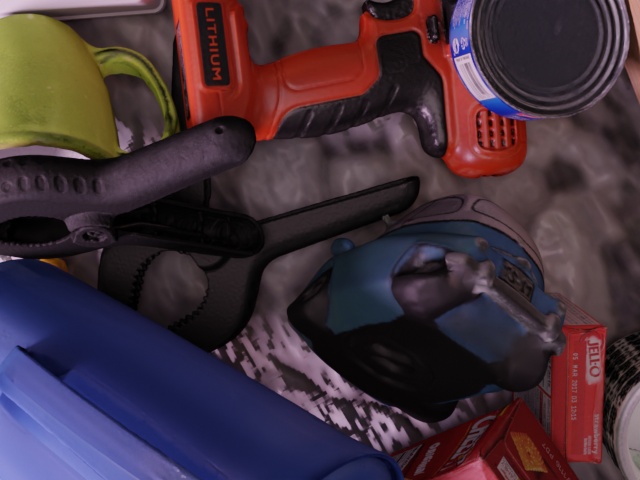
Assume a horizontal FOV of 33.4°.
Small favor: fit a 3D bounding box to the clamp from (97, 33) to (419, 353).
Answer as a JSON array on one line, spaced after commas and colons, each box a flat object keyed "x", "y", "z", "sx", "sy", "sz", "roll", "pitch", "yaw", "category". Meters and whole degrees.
[{"x": -0.054, "y": 0.001, "z": 0.614, "sx": 0.164, "sy": 0.036, "sz": 0.210, "roll": 30, "pitch": 97, "yaw": 0, "category": "clamp"}]

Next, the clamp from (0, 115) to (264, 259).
[{"x": -0.107, "y": -0.023, "z": 0.526, "sx": 0.171, "sy": 0.120, "sz": 0.039, "roll": -3, "pitch": 58, "yaw": -12, "category": "clamp"}]

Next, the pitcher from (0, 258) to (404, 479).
[{"x": -0.093, "y": 0.098, "z": 0.508, "sx": 0.243, "sy": 0.144, "sz": 0.149, "roll": 28, "pitch": 121, "yaw": 32, "category": "pitcher"}]

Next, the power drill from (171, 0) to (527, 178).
[{"x": 0.017, "y": -0.120, "z": 0.564, "sx": 0.187, "sy": 0.057, "sz": 0.184, "roll": -6, "pitch": 90, "yaw": -8, "category": "power drill"}]

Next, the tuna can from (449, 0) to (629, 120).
[{"x": 0.109, "y": -0.103, "z": 0.538, "sx": 0.086, "sy": 0.034, "sz": 0.086, "roll": -1, "pitch": 93, "yaw": -14, "category": "tuna can"}]
